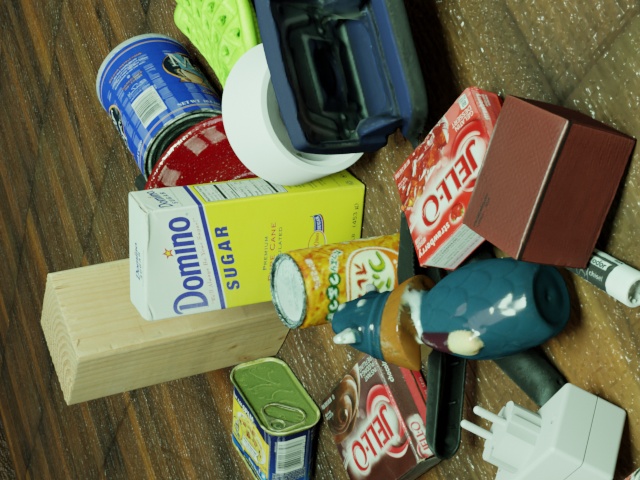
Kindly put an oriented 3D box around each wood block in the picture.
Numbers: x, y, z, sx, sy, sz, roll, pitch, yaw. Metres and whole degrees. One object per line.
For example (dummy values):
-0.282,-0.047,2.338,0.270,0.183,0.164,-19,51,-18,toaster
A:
-0.137,0.069,0.968,0.091,0.205,0.090,65,151,27,wood block

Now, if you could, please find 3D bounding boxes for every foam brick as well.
0.120,-0.032,0.568,0.053,0.051,0.078,42,119,53,foam brick

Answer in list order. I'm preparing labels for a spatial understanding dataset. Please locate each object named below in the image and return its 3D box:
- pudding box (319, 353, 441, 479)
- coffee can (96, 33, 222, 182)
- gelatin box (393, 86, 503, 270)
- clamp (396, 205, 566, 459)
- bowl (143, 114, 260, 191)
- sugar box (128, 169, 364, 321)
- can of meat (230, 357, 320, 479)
0.048,0.141,0.813,0.090,0.039,0.114,67,152,22,pudding box
-0.146,-0.121,1.031,0.140,0.102,0.103,54,145,40,coffee can
0.085,-0.036,0.647,0.089,0.030,0.073,-50,42,41,gelatin box
0.086,0.057,0.697,0.120,0.039,0.171,-44,56,38,clamp
-0.079,-0.027,0.933,0.162,0.055,0.162,-10,68,26,bowl
-0.055,0.001,0.811,0.048,0.176,0.093,42,135,52,sugar box
-0.044,0.174,0.992,0.102,0.057,0.084,48,143,47,can of meat
